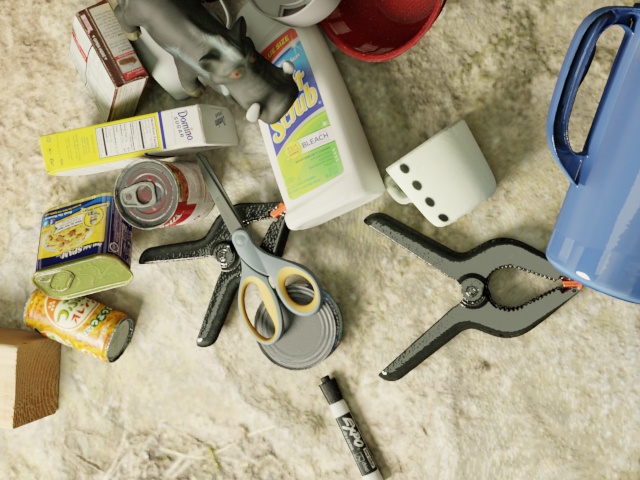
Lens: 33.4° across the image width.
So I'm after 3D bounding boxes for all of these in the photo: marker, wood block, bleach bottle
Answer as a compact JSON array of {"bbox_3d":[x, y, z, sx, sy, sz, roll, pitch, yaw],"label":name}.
[{"bbox_3d":[0.030,0.191,1.069,0.020,0.020,0.121,-27,86,17],"label":"marker"},{"bbox_3d":[-0.396,0.139,1.157,0.206,0.090,0.090,6,95,17],"label":"wood block"},{"bbox_3d":[-0.027,-0.144,1.041,0.103,0.068,0.251,-25,83,25],"label":"bleach bottle"}]

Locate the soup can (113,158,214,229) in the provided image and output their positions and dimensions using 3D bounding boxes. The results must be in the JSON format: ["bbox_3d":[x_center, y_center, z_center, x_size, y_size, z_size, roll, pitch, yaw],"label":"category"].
[{"bbox_3d":[-0.152,-0.048,1.063,0.069,0.102,0.068,1,94,16],"label":"soup can"}]

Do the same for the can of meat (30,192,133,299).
[{"bbox_3d":[-0.243,0.005,1.101,0.102,0.057,0.084,-14,55,17],"label":"can of meat"}]

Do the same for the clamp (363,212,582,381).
[{"bbox_3d":[0.142,0.057,1.016,0.210,0.036,0.164,2,94,16],"label":"clamp"}]

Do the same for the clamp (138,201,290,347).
[{"bbox_3d":[-0.103,0.012,1.087,0.120,0.039,0.171,44,98,5],"label":"clamp"}]

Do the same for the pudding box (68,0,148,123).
[{"bbox_3d":[-0.214,-0.176,1.071,0.039,0.114,0.090,-28,86,-19],"label":"pudding box"}]

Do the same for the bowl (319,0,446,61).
[{"bbox_3d":[0.066,-0.248,0.991,0.162,0.055,0.162,8,102,41],"label":"bowl"}]

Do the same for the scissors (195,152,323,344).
[{"bbox_3d":[-0.057,0.001,1.047,0.096,0.016,0.202,-13,90,15],"label":"scissors"}]

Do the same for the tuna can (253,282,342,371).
[{"bbox_3d":[-0.021,0.086,1.069,0.086,0.033,0.086,1,94,17],"label":"tuna can"}]

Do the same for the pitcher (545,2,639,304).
[{"bbox_3d":[0.278,-0.076,0.918,0.149,0.144,0.243,29,106,34],"label":"pitcher"}]

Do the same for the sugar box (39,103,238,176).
[{"bbox_3d":[-0.181,-0.101,1.074,0.176,0.093,0.048,-12,91,16],"label":"sugar box"}]
